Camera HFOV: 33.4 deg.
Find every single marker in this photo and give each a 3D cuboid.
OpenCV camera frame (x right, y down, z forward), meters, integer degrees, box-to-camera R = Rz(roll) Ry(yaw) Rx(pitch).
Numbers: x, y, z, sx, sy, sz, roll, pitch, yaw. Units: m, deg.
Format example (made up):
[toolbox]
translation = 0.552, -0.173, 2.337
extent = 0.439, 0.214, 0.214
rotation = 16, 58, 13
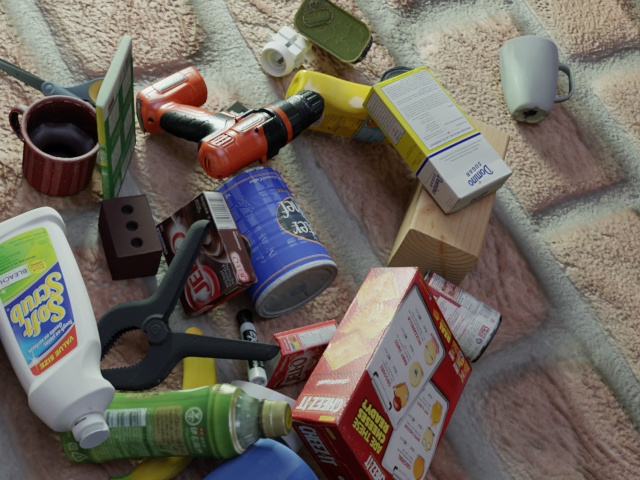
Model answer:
[marker]
translation = -0.075, 0.114, 1.151
extent = 0.020, 0.020, 0.121
rotation = 5, 33, -16

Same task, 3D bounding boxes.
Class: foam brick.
[foam brick]
translation = -0.213, -0.003, 1.188
extent = 0.052, 0.051, 0.078
rotation = -9, 62, -24

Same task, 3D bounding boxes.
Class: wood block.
[wood block]
translation = 0.161, -0.051, 1.323
extent = 0.090, 0.091, 0.206
rotation = 23, 53, -4

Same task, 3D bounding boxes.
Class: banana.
[banana]
translation = -0.144, 0.177, 1.101
extent = 0.069, 0.037, 0.197
rotation = 27, 53, -2

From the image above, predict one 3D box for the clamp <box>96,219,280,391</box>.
[clamp]
translation = -0.166, 0.083, 1.101
extent = 0.210, 0.036, 0.164
rotation = -23, 75, 0

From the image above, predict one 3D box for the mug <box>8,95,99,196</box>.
[mug]
translation = -0.304, -0.109, 1.207
extent = 0.117, 0.082, 0.093
rotation = 32, 54, 3

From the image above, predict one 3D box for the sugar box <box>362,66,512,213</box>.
[sugar box]
translation = 0.138, -0.121, 1.276
extent = 0.093, 0.048, 0.176
rotation = -25, 73, -30

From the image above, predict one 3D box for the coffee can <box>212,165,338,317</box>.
[coffee can]
translation = -0.058, 0.001, 1.206
extent = 0.102, 0.103, 0.140
rotation = -19, 66, -28

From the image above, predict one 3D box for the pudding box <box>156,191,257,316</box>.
[pudding box]
translation = -0.127, 0.015, 1.168
extent = 0.039, 0.090, 0.113
rotation = 0, 65, -51

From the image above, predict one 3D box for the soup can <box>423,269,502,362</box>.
[soup can]
translation = 0.151, 0.088, 1.242
extent = 0.102, 0.069, 0.068
rotation = 32, 53, 2

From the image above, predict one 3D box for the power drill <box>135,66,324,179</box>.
[power drill]
translation = -0.113, -0.151, 1.267
extent = 0.188, 0.057, 0.184
rotation = 25, 43, 36

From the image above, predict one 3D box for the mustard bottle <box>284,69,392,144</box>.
[mustard bottle]
translation = 0.053, -0.162, 1.354
extent = 0.191, 0.096, 0.058
rotation = 12, 66, -12

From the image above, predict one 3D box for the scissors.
[scissors]
translation = -0.305, -0.190, 1.278
extent = 0.202, 0.016, 0.096
rotation = 44, 88, 11

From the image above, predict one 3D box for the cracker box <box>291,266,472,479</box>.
[cracker box]
translation = 0.067, 0.158, 1.116
extent = 0.213, 0.072, 0.164
rotation = -58, 131, -36

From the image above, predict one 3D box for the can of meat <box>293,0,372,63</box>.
[can of meat]
translation = 0.020, -0.279, 1.422
extent = 0.102, 0.084, 0.057
rotation = 33, 99, 3

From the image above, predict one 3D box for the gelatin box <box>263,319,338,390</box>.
[gelatin box]
translation = -0.023, 0.125, 1.145
extent = 0.073, 0.089, 0.030
rotation = -11, 61, -25

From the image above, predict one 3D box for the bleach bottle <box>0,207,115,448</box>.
[bleach bottle]
translation = -0.256, 0.087, 1.035
extent = 0.102, 0.068, 0.251
rotation = -25, 58, -14
